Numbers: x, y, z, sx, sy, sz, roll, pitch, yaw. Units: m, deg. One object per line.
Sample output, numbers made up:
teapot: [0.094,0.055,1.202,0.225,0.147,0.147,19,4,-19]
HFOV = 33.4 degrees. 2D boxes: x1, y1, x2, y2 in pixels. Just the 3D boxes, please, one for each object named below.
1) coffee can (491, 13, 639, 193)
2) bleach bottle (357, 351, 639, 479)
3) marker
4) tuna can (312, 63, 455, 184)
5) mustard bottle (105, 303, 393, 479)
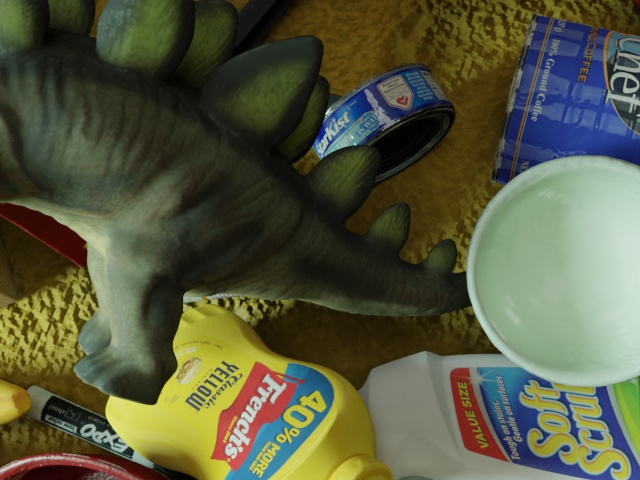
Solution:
coffee can: [0.180,-0.067,0.617,0.140,0.103,0.103,15,77,11]
bleach bottle: [0.123,0.114,0.593,0.251,0.068,0.102,1,62,9]
marker: [-0.126,0.119,0.648,0.121,0.020,0.020,21,78,12]
tuna can: [0.038,-0.067,0.645,0.086,0.086,0.034,-31,74,-2]
mustard bottle: [-0.028,0.106,0.576,0.192,0.058,0.096,25,61,42]
